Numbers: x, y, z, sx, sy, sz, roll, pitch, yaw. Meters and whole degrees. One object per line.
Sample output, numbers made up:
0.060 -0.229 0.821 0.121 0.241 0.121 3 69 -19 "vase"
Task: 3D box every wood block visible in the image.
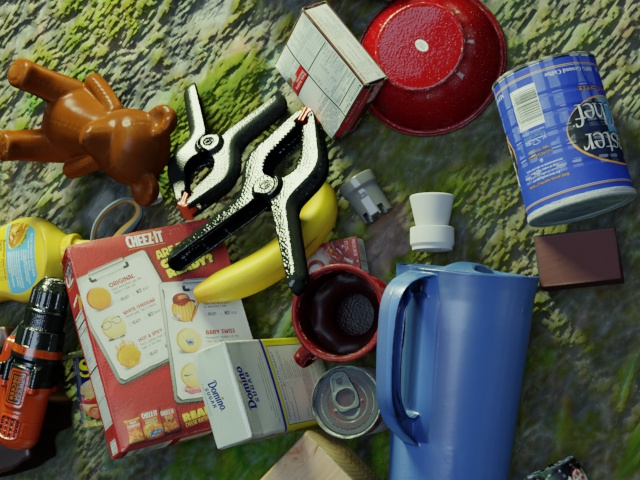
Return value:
-0.041 0.291 1.057 0.091 0.090 0.206 44 96 17 "wood block"

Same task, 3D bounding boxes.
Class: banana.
-0.042 0.005 1.089 0.070 0.037 0.197 24 61 40 "banana"

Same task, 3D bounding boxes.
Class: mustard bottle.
-0.339 0.024 1.202 0.192 0.058 0.096 -10 76 16 "mustard bottle"

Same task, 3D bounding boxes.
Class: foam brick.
0.247 0.018 1.020 0.078 0.053 0.051 -7 81 16 "foam brick"

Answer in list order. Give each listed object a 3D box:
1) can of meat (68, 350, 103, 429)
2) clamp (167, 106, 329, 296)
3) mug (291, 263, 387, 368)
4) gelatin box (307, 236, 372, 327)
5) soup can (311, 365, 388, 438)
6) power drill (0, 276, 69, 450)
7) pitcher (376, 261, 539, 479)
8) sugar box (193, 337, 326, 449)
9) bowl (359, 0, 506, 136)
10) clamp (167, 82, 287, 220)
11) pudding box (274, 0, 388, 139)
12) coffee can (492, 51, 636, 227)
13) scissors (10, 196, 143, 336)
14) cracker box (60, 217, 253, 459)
-0.213 0.154 1.147 0.102 0.057 0.084 -12 82 16 "can of meat"
-0.041 -0.039 1.058 0.165 0.036 0.210 18 68 35 "clamp"
0.020 0.080 1.037 0.093 0.081 0.117 43 98 15 "mug"
0.014 0.047 1.102 0.073 0.030 0.089 -13 79 16 "gelatin box"
0.038 0.157 1.042 0.069 0.102 0.068 -2 82 17 "soup can"
-0.362 0.113 1.138 0.188 0.057 0.184 13 89 19 "power drill"
0.119 0.140 0.994 0.149 0.145 0.243 5 90 0 "pitcher"
-0.049 0.144 1.031 0.048 0.176 0.093 -24 75 27 "sugar box"
0.106 -0.191 1.091 0.162 0.055 0.162 -2 82 17 "bowl"
-0.122 -0.102 1.137 0.120 0.039 0.171 15 59 28 "clamp"
0.009 -0.175 1.104 0.113 0.039 0.090 52 140 15 "pudding box"
0.230 -0.094 1.014 0.103 0.102 0.140 -16 78 15 "coffee can"
-0.244 0.046 1.167 0.096 0.016 0.202 33 95 -15 "scissors"
-0.158 0.098 1.089 0.164 0.072 0.214 -12 75 -25 "cracker box"
